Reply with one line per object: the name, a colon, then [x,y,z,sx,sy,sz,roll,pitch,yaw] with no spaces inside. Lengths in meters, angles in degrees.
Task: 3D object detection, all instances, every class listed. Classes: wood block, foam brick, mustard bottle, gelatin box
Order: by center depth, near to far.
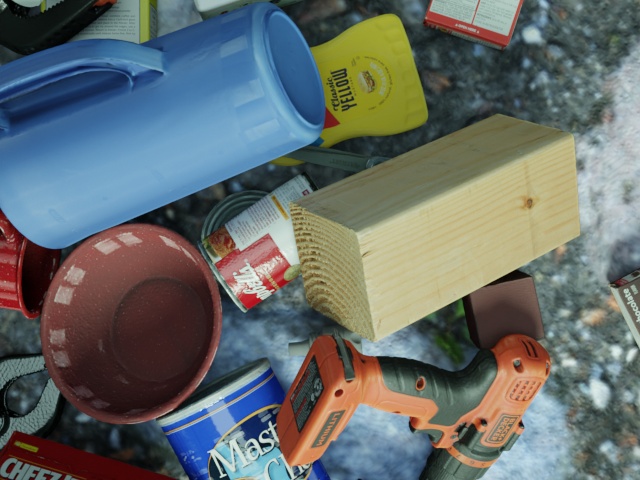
wood block: [0.090,-0.015,0.807,0.205,0.090,0.091,-24,118,-27]
foam brick: [0.146,0.056,0.870,0.053,0.078,0.051,-11,92,1]
mustard bottle: [-0.015,-0.114,0.879,0.191,0.058,0.096,-17,99,1]
gelatin box: [0.134,-0.212,0.890,0.073,0.030,0.089,18,91,2]

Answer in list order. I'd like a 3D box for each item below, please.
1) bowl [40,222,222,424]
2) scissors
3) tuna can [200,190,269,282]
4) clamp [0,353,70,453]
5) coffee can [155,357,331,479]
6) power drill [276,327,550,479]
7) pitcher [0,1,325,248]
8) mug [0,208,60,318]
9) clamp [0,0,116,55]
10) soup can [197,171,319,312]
bowl: [-0.145,0.069,0.871,0.162,0.055,0.162,-4,79,18]
scissors: [0.055,-0.041,0.873,0.201,0.016,0.096,-6,101,-16]
tuna can: [-0.056,0.001,0.893,0.086,0.034,0.086,0,91,1]
clamp: [-0.284,0.147,0.896,0.120,0.039,0.171,41,85,-5]
coffee can: [-0.055,0.180,0.862,0.103,0.103,0.140,-28,91,1]
power drill: [0.065,0.140,0.827,0.187,0.057,0.185,7,126,-24]
pitcher: [-0.129,-0.093,0.796,0.243,0.149,0.145,-18,102,21]
mug: [-0.266,0.006,0.859,0.081,0.117,0.093,8,61,5]
clamp: [-0.260,-0.186,0.862,0.210,0.036,0.164,11,94,24]
soup can: [-0.036,0.001,0.840,0.102,0.068,0.068,-34,91,0]
